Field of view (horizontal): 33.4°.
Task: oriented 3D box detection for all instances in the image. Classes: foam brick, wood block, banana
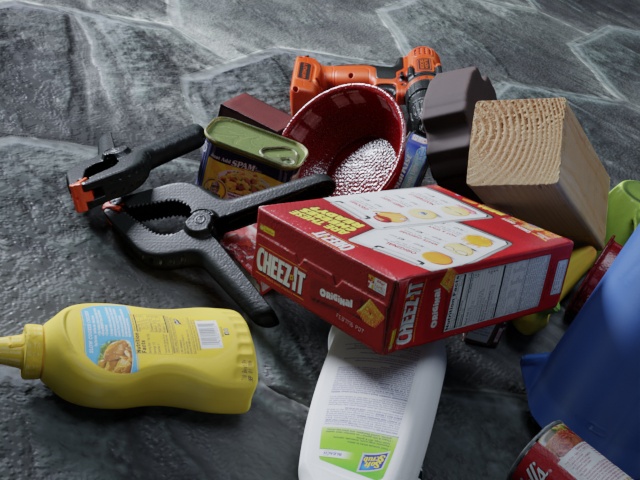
[{"bbox_3d":[-0.071,-0.121,1.186,0.078,0.053,0.051,27,32,17],"label":"foam brick"},{"bbox_3d":[0.226,-0.061,1.087,0.091,0.090,0.205,1,-18,27],"label":"wood block"},{"bbox_3d":[0.228,0.053,1.055,0.037,0.070,0.197,63,28,-6],"label":"banana"}]

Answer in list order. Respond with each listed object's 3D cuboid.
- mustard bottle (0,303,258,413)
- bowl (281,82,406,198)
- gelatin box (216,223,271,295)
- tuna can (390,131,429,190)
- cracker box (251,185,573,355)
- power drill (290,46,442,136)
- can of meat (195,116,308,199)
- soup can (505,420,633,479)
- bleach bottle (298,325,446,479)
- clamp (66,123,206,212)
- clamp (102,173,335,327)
[{"bbox_3d":[-0.149,0.088,0.812,0.191,0.058,0.096,5,35,-21],"label":"mustard bottle"},{"bbox_3d":[0.029,-0.082,1.117,0.162,0.162,0.055,47,8,39],"label":"bowl"},{"bbox_3d":[-0.057,0.001,0.997,0.073,0.030,0.089,-33,54,-23],"label":"gelatin box"},{"bbox_3d":[0.096,-0.073,1.163,0.034,0.086,0.086,23,31,5],"label":"tuna can"},{"bbox_3d":[0.076,0.017,0.883,0.213,0.072,0.164,-10,27,-41],"label":"cracker box"},{"bbox_3d":[0.059,-0.176,1.287,0.187,0.057,0.184,0,32,3],"label":"power drill"},{"bbox_3d":[-0.073,-0.064,1.064,0.102,0.084,0.057,20,31,4],"label":"can of meat"},{"bbox_3d":[0.201,0.195,0.811,0.068,0.069,0.102,-17,46,-44],"label":"soup can"},{"bbox_3d":[0.025,0.154,0.787,0.103,0.068,0.250,2,33,18],"label":"bleach bottle"},{"bbox_3d":[-0.182,-0.075,1.028,0.120,0.039,0.171,-12,24,16],"label":"clamp"},{"bbox_3d":[-0.096,-0.015,0.969,0.210,0.036,0.164,16,56,22],"label":"clamp"}]
